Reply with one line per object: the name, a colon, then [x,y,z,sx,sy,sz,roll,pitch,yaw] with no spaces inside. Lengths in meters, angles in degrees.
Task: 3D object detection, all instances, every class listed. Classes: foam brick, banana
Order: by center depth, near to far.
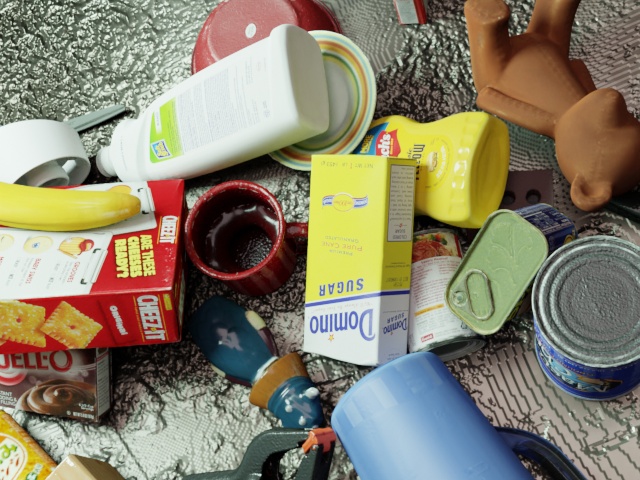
foam brick: [0.168,-0.029,0.950,0.078,0.051,0.053,-2,71,12]
banana: [-0.260,-0.038,0.951,0.198,0.037,0.069,12,40,19]

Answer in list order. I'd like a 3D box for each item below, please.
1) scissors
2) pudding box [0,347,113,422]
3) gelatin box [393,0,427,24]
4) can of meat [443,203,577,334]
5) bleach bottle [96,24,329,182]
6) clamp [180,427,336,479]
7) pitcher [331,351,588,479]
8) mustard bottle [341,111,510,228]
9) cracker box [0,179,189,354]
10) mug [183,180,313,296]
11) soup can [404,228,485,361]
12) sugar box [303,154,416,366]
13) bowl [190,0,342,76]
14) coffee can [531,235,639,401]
scissors: [-0.306,-0.117,1.109,0.202,0.016,0.096,-33,68,0]
pudding box: [-0.249,0.112,0.984,0.113,0.039,0.090,5,107,13]
gelatin box: [0.087,-0.267,1.038,0.030,0.073,0.089,1,72,13]
can of meat: [0.159,0.020,0.878,0.057,0.083,0.102,39,116,22]
bleach bottle: [-0.113,-0.114,1.005,0.251,0.068,0.102,-15,74,32]
clamp: [-0.044,0.221,0.893,0.172,0.039,0.120,-39,75,32]
pitcher: [0.121,0.208,0.848,0.145,0.149,0.243,-43,63,17]
mustard bottle: [0.074,-0.064,0.953,0.192,0.058,0.096,5,83,45]
cracker box: [-0.229,0.023,0.961,0.213,0.072,0.164,-4,38,0]
mug: [-0.056,0.001,0.975,0.117,0.081,0.093,-8,70,10]
soup can: [0.100,0.049,0.931,0.068,0.068,0.102,-15,70,7]
sugar box: [0.032,0.015,0.919,0.094,0.048,0.176,6,92,46]
bowl: [-0.060,-0.194,1.058,0.162,0.055,0.162,-4,70,12]
coffee can: [0.223,0.066,0.857,0.103,0.140,0.103,-4,71,11]
